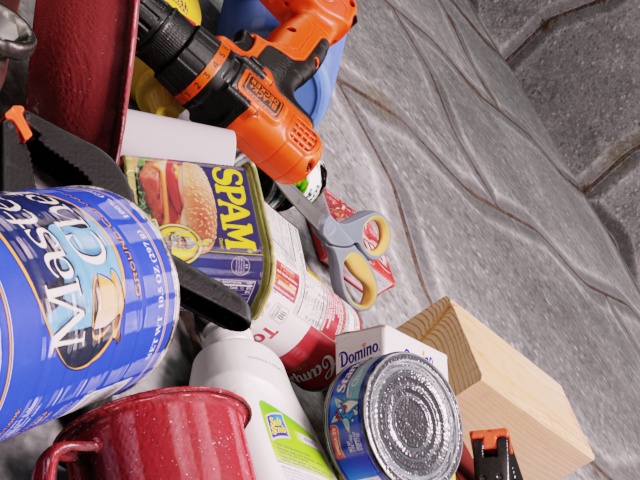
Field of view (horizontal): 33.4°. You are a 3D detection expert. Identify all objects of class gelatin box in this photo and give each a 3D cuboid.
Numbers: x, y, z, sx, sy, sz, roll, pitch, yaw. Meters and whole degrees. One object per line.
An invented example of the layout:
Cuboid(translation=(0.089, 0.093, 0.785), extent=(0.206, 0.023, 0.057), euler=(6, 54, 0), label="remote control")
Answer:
Cuboid(translation=(0.028, 0.003, 0.977), extent=(0.089, 0.030, 0.073), euler=(36, 27, -42), label="gelatin box")

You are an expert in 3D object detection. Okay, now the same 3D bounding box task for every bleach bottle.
Cuboid(translation=(-0.019, 0.148, 0.587), extent=(0.102, 0.068, 0.251), euler=(40, 21, -47), label="bleach bottle")

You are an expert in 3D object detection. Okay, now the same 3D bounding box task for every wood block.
Cuboid(translation=(0.140, 0.143, 0.922), extent=(0.205, 0.091, 0.090), euler=(36, 26, -42), label="wood block")

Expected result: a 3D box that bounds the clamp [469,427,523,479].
Cuboid(translation=(0.140, 0.235, 0.765), extent=(0.164, 0.036, 0.210), euler=(-5, 86, -72), label="clamp")

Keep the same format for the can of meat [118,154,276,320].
Cuboid(translation=(-0.080, -0.004, 0.644), extent=(0.083, 0.058, 0.102), euler=(4, 47, -21), label="can of meat")

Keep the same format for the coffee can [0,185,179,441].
Cuboid(translation=(-0.135, 0.030, 0.440), extent=(0.103, 0.103, 0.140), euler=(58, 19, 7), label="coffee can")

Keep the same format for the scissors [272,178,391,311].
Cuboid(translation=(0.014, -0.021, 0.879), extent=(0.096, 0.016, 0.201), euler=(-58, 140, -31), label="scissors")

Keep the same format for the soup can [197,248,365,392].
Cuboid(translation=(-0.026, 0.050, 0.717), extent=(0.102, 0.069, 0.068), euler=(39, 25, -38), label="soup can")

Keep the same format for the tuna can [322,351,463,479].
Cuboid(translation=(0.044, 0.109, 0.624), extent=(0.086, 0.034, 0.086), euler=(18, 61, -38), label="tuna can")

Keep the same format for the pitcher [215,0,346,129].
Cuboid(translation=(-0.039, -0.198, 0.997), extent=(0.149, 0.145, 0.242), euler=(41, 26, -20), label="pitcher")

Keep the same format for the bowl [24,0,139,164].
Cuboid(translation=(-0.143, -0.106, 0.634), extent=(0.055, 0.162, 0.162), euler=(6, 39, -15), label="bowl")

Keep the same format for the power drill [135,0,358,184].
Cuboid(translation=(-0.055, -0.154, 0.795), extent=(0.184, 0.057, 0.187), euler=(43, 46, -21), label="power drill")

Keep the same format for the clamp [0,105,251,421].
Cuboid(translation=(-0.121, 0.014, 0.547), extent=(0.171, 0.039, 0.120), euler=(48, 45, -8), label="clamp")

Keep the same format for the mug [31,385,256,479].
Cuboid(translation=(-0.074, 0.118, 0.465), extent=(0.117, 0.093, 0.081), euler=(25, 40, -49), label="mug")
